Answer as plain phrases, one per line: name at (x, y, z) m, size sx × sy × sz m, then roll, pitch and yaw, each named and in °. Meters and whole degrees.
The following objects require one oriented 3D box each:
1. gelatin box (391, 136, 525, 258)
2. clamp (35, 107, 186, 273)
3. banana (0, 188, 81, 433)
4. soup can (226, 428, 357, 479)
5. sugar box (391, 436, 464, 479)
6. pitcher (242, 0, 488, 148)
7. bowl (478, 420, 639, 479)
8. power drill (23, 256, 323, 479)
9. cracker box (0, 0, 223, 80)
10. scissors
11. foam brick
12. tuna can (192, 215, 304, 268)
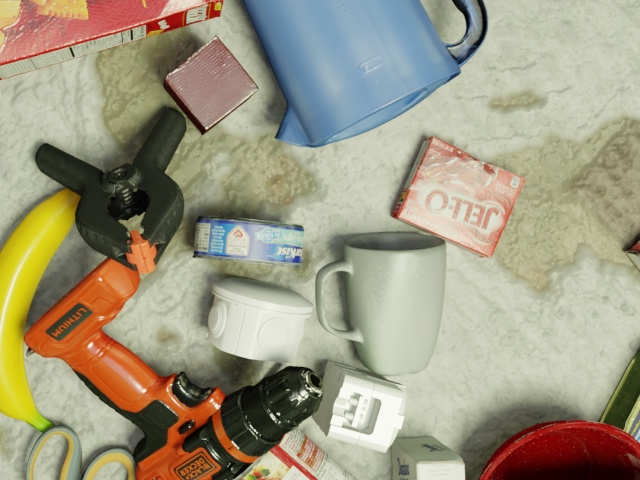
gelatin box at (0.114, -0.035, 0.880) m, size 0.089 × 0.030 × 0.073 m, roll 24°, pitch 88°, yaw -8°
clamp at (-0.155, -0.037, 0.793) m, size 0.120 × 0.171 × 0.039 m, roll -16°, pitch 128°, yaw 3°
banana at (-0.233, 0.053, 0.833) m, size 0.069 × 0.037 × 0.198 m, roll 6°, pitch 94°, yaw -38°
soup can at (-0.015, 0.197, 0.849) m, size 0.102 × 0.068 × 0.068 m, roll 42°, pitch 85°, yaw -7°
sugar box at (0.087, 0.253, 0.852) m, size 0.048 × 0.093 × 0.176 m, roll 1°, pitch 92°, yaw -9°
pitcher at (0.007, -0.204, 0.815) m, size 0.149 × 0.145 × 0.243 m, roll -28°, pitch 92°, yaw -44°
bowl at (0.190, 0.207, 0.872) m, size 0.162 × 0.055 × 0.162 m, roll -3°, pitch 110°, yaw -9°
power drill at (-0.113, 0.098, 0.792) m, size 0.185 × 0.057 × 0.187 m, roll -37°, pitch 99°, yaw 26°
cracker box at (-0.198, -0.225, 0.811) m, size 0.213 × 0.072 × 0.164 m, roll -18°, pitch 94°, yaw -8°
scissors at (-0.196, 0.244, 0.850) m, size 0.096 × 0.016 × 0.202 m, roll 1°, pitch 98°, yaw -15°
foam brick at (-0.086, -0.118, 0.827) m, size 0.053 × 0.078 × 0.051 m, roll -39°, pitch 98°, yaw -6°
tuna can at (-0.055, 0.001, 0.830) m, size 0.086 × 0.086 × 0.034 m, roll 6°, pitch 89°, yaw -8°
